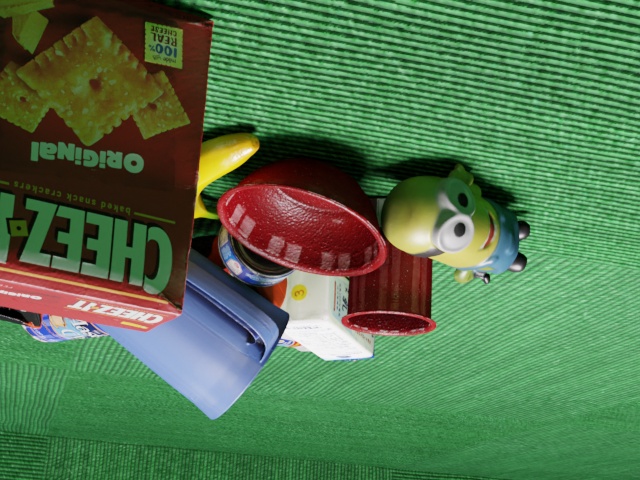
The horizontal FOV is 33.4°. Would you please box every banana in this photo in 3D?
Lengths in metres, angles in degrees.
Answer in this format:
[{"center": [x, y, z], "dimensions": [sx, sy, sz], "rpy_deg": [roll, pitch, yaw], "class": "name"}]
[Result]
[{"center": [-0.110, -0.058, 0.983], "dimensions": [0.069, 0.037, 0.198], "rpy_deg": [-11, 168, -19], "class": "banana"}]

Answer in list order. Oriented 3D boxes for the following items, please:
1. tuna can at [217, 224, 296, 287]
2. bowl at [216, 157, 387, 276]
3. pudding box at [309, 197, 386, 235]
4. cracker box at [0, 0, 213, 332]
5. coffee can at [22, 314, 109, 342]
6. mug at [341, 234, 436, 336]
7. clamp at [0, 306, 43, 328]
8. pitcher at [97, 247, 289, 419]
[{"center": [-0.057, 0.001, 1.066], "dimensions": [0.086, 0.086, 0.034], "rpy_deg": [11, 158, -22], "class": "tuna can"}, {"center": [-0.011, -0.028, 0.983], "dimensions": [0.162, 0.055, 0.162], "rpy_deg": [14, 154, 7], "class": "bowl"}, {"center": [0.051, -0.012, 1.082], "dimensions": [0.113, 0.039, 0.090], "rpy_deg": [2, 162, 9], "class": "pudding box"}, {"center": [-0.163, -0.062, 0.693], "dimensions": [0.164, 0.213, 0.072], "rpy_deg": [13, 159, -27], "class": "cracker box"}, {"center": [-0.278, 0.066, 1.272], "dimensions": [0.141, 0.103, 0.102], "rpy_deg": [-8, 158, 32], "class": "coffee can"}, {"center": [0.074, 0.047, 1.056], "dimensions": [0.093, 0.081, 0.117], "rpy_deg": [-6, 159, 27], "class": "mug"}, {"center": [-0.364, 0.053, 1.133], "dimensions": [0.120, 0.039, 0.171], "rpy_deg": [3, 154, 22], "class": "clamp"}, {"center": [-0.156, 0.055, 1.064], "dimensions": [0.242, 0.149, 0.145], "rpy_deg": [38, -163, -9], "class": "pitcher"}]
